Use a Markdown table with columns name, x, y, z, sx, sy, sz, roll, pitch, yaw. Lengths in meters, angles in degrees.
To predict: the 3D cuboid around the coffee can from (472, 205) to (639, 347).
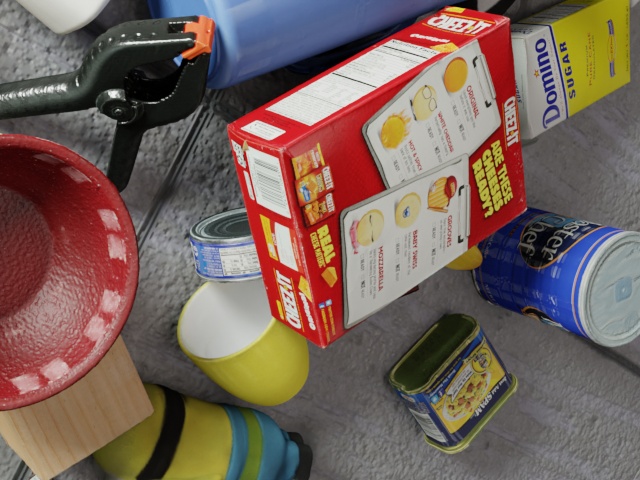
| name | x | y | z | sx | sy | sz | roll | pitch | yaw |
| --- | --- | --- | --- | --- | --- | --- | --- | --- | --- |
| coffee can | 0.223 | 0.029 | 0.972 | 0.102 | 0.141 | 0.103 | -9 | 107 | -33 |

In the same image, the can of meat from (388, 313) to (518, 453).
| name | x | y | z | sx | sy | sz | roll | pitch | yaw |
| --- | --- | --- | --- | --- | --- | --- | --- | --- | --- |
| can of meat | 0.121 | 0.129 | 0.981 | 0.102 | 0.058 | 0.084 | -44 | 120 | -18 |

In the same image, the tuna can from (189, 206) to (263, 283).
| name | x | y | z | sx | sy | sz | roll | pitch | yaw |
| --- | --- | --- | --- | --- | --- | --- | --- | --- | --- |
| tuna can | -0.055 | 0.001 | 0.807 | 0.086 | 0.086 | 0.034 | -20 | 111 | -30 |

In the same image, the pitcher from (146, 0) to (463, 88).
| name | x | y | z | sx | sy | sz | roll | pitch | yaw |
| --- | --- | --- | --- | --- | --- | --- | --- | --- | --- |
| pitcher | 0.000 | -0.192 | 0.771 | 0.242 | 0.145 | 0.149 | -29 | 106 | -27 |

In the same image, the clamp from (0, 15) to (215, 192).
| name | x | y | z | sx | sy | sz | roll | pitch | yaw |
| --- | --- | --- | --- | --- | --- | --- | --- | --- | --- |
| clamp | -0.141 | -0.098 | 0.698 | 0.120 | 0.172 | 0.039 | 23 | 44 | -34 |

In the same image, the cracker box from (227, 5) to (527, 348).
| name | x | y | z | sx | sy | sz | roll | pitch | yaw |
| --- | --- | --- | --- | --- | --- | --- | --- | --- | --- |
| cracker box | 0.047 | -0.050 | 0.761 | 0.213 | 0.072 | 0.164 | -33 | 129 | -28 |

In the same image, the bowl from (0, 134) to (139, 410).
| name | x | y | z | sx | sy | sz | roll | pitch | yaw |
| --- | --- | --- | --- | --- | --- | --- | --- | --- | --- |
| bowl | -0.190 | 0.015 | 0.622 | 0.161 | 0.055 | 0.162 | -9 | 107 | -31 |

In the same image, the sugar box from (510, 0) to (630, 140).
| name | x | y | z | sx | sy | sz | roll | pitch | yaw |
| --- | --- | --- | --- | --- | --- | --- | --- | --- | --- |
| sugar box | 0.217 | -0.161 | 0.957 | 0.175 | 0.048 | 0.093 | -32 | 123 | -40 |

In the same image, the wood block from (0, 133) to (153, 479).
| name | x | y | z | sx | sy | sz | roll | pitch | yaw |
| --- | --- | --- | --- | --- | --- | --- | --- | --- | --- |
| wood block | -0.202 | 0.043 | 0.713 | 0.090 | 0.091 | 0.206 | -31 | 118 | -25 |
